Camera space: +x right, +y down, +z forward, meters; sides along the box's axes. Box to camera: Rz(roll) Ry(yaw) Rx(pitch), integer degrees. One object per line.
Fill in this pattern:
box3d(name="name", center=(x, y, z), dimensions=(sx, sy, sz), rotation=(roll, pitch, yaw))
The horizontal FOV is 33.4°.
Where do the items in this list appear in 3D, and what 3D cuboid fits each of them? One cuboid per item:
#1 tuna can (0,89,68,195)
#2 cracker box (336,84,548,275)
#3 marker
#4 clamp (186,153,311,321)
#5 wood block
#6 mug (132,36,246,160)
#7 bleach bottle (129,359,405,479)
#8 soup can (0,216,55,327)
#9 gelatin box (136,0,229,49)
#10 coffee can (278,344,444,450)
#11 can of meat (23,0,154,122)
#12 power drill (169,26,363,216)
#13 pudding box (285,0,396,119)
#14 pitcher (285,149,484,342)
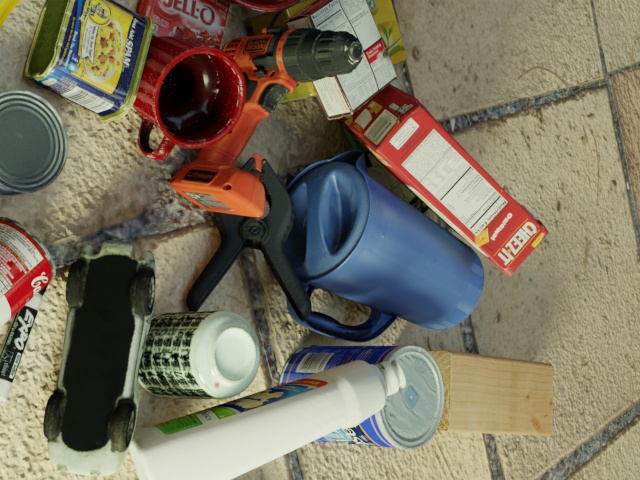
box3d(name="tuna can", center=(-0.256, -0.081, 0.892), dimensions=(0.085, 0.034, 0.086), rotation=(6, 82, -45))
box3d(name="cracker box", center=(0.128, -0.074, 1.151), dimensions=(0.213, 0.164, 0.072), rotation=(41, 94, -23))
box3d(name="marker", center=(-0.250, 0.074, 0.892), dimensions=(0.020, 0.020, 0.121), rotation=(33, 64, -38))
box3d(name="clamp", center=(-0.057, 0.001, 1.050), dimensions=(0.120, 0.039, 0.171), rotation=(14, 74, -10))
box3d(name="wood block", center=(0.182, 0.182, 1.266), dimensions=(0.205, 0.091, 0.090), rotation=(12, 77, -44))
box3d(name="mug", center=(-0.133, -0.129, 0.978), dimensions=(0.093, 0.082, 0.117), rotation=(20, 98, -40))
box3d(name="bleach bottle", center=(-0.043, 0.163, 0.962), dimensions=(0.250, 0.103, 0.068), rotation=(-19, 94, -17))
box3d(name="soup can", center=(-0.269, 0.038, 0.843), dimensions=(0.102, 0.069, 0.068), rotation=(-49, 119, -36))
box3d(name="gelatin box", center=(-0.134, -0.213, 1.031), dimensions=(0.089, 0.030, 0.073), rotation=(26, 68, -41))
box3d(name="coffee can", center=(0.041, 0.158, 1.090), dimensions=(0.102, 0.141, 0.103), rotation=(6, 82, -45))
box3d(name="can of meat", center=(-0.203, -0.168, 0.939), dimensions=(0.083, 0.058, 0.102), rotation=(25, 68, -38))
box3d(name="power drill", center=(-0.054, -0.116, 1.008), dimensions=(0.057, 0.185, 0.187), rotation=(36, 71, -37))
box3d(name="pudding box", center=(0.023, -0.193, 1.085), dimensions=(0.089, 0.039, 0.113), rotation=(-41, 113, -38))
box3d(name="pitcher", center=(0.066, 0.025, 1.148), dimensions=(0.242, 0.149, 0.145), rotation=(27, 36, -44))
